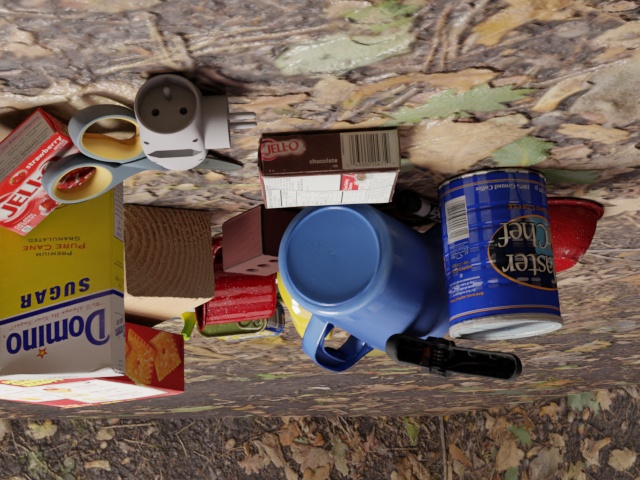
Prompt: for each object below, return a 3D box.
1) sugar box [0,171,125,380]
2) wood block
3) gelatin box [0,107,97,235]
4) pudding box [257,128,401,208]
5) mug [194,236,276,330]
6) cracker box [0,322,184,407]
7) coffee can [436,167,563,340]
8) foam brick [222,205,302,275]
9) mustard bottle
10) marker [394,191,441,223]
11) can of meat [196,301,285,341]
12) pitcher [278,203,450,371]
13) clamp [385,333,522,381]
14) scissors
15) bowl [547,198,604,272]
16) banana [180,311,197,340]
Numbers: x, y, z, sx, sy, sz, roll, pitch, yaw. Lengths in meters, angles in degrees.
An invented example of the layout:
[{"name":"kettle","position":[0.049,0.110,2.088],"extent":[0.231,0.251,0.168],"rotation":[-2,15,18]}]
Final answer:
[{"name":"sugar box","position":[-0.202,0.019,0.835],"extent":[0.093,0.176,0.048],"rotation":[-4,168,3]},{"name":"wood block","position":[-0.192,0.036,1.087],"extent":[0.090,0.090,0.206],"rotation":[4,164,-30]},{"name":"gelatin box","position":[-0.212,-0.048,0.781],"extent":[0.089,0.030,0.073],"rotation":[-42,159,4]},{"name":"pudding box","position":[0.006,-0.057,0.872],"extent":[0.113,0.039,0.090],"rotation":[-1,166,-1]},{"name":"mug","position":[-0.094,0.039,1.156],"extent":[0.081,0.093,0.117],"rotation":[-5,130,-14]},{"name":"cracker box","position":[-0.262,0.118,1.065],"extent":[0.164,0.072,0.213],"rotation":[-10,162,27]},{"name":"coffee can","position":[0.164,0.015,0.986],"extent":[0.103,0.140,0.103],"rotation":[-3,166,-1]},{"name":"foam brick","position":[-0.057,0.001,1.058],"extent":[0.052,0.051,0.078],"rotation":[6,163,-33]},{"name":"mustard bottle","position":[-0.014,0.052,1.178],"extent":[0.058,0.096,0.191],"rotation":[-6,166,2]},{"name":"marker","position":[0.110,-0.029,1.048],"extent":[0.020,0.020,0.120],"rotation":[-14,162,35]},{"name":"can of meat","position":[-0.106,0.106,1.453],"extent":[0.102,0.057,0.083],"rotation":[-7,168,17]},{"name":"pitcher","position":[0.043,0.043,1.035],"extent":[0.145,0.149,0.242],"rotation":[-8,167,18]},{"name":"clamp","position":[0.101,0.106,0.991],"extent":[0.120,0.039,0.172],"rotation":[18,170,-11]},{"name":"scissors","position":[-0.138,-0.052,0.823],"extent":[0.096,0.016,0.201],"rotation":[-42,156,9]},{"name":"bowl","position":[0.221,0.003,1.132],"extent":[0.162,0.055,0.162],"rotation":[-4,166,-1]},{"name":"banana","position":[-0.188,0.084,1.330],"extent":[0.037,0.069,0.198],"rotation":[48,159,-17]}]
